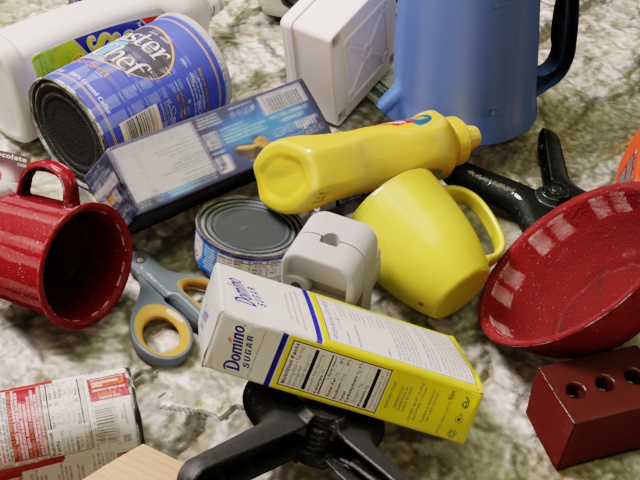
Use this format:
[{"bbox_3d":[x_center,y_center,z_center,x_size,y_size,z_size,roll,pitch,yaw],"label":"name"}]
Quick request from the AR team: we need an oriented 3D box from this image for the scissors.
[{"bbox_3d":[-0.145,0.032,0.813,0.202,0.016,0.096,27,48,23],"label":"scissors"}]

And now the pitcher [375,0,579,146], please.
[{"bbox_3d":[0.135,-0.213,0.900,0.145,0.243,0.149,16,40,22],"label":"pitcher"}]

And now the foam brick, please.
[{"bbox_3d":[0.187,0.112,0.723,0.078,0.051,0.053,-11,45,-15],"label":"foam brick"}]

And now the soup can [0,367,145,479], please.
[{"bbox_3d":[-0.167,0.122,0.679,0.102,0.068,0.068,-10,45,-14],"label":"soup can"}]

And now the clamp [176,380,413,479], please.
[{"bbox_3d":[0.007,0.124,0.656,0.164,0.036,0.210,19,16,-2],"label":"clamp"}]

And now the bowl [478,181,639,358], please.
[{"bbox_3d":[0.195,0.032,0.771,0.162,0.055,0.162,-36,21,16],"label":"bowl"}]

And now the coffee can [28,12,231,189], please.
[{"bbox_3d":[-0.160,-0.120,0.910,0.103,0.103,0.140,33,51,27],"label":"coffee can"}]

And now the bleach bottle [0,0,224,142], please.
[{"bbox_3d":[-0.190,-0.185,0.976,0.068,0.102,0.250,27,48,36],"label":"bleach bottle"}]

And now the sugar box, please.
[{"bbox_3d":[0.010,0.071,0.687,0.176,0.048,0.093,16,14,-11],"label":"sugar box"}]

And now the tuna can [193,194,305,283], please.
[{"bbox_3d":[-0.055,0.001,0.827,0.086,0.034,0.086,7,33,-5],"label":"tuna can"}]

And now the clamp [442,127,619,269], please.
[{"bbox_3d":[0.195,-0.035,0.891,0.120,0.039,0.172,-30,55,-24],"label":"clamp"}]

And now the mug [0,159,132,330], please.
[{"bbox_3d":[-0.197,-0.001,0.771,0.082,0.117,0.093,14,22,31],"label":"mug"}]

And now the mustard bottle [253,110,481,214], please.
[{"bbox_3d":[0.050,-0.067,0.848,0.191,0.058,0.096,-14,2,-30],"label":"mustard bottle"}]
